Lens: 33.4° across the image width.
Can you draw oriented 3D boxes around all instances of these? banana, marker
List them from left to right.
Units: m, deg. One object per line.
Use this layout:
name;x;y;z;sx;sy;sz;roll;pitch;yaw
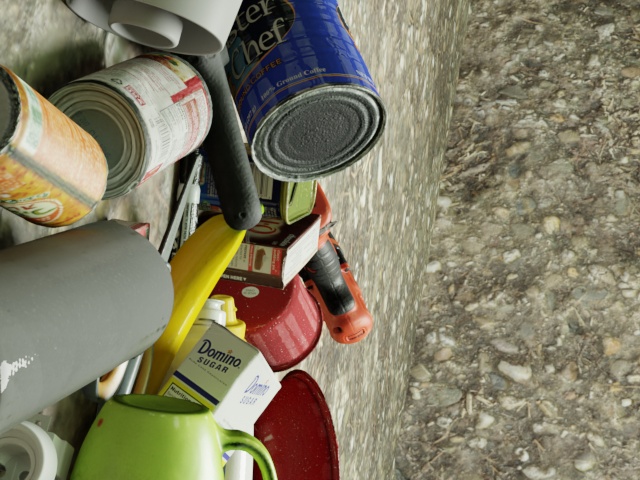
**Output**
banana;-0.105;0.055;0.728;0.197;0.037;0.070;-62;-171;-14
marker;-0.103;-0.011;0.809;0.020;0.020;0.121;-4;100;-78

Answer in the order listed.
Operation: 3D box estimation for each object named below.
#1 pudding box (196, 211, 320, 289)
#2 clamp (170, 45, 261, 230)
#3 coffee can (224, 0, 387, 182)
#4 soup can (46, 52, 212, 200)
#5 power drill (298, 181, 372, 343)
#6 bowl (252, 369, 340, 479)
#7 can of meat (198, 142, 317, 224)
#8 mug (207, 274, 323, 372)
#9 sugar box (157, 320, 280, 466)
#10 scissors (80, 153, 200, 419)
pudding box;-0.056;0.001;0.869;0.113;0.090;0.039;-52;148;-68
clamp;-0.078;-0.117;0.698;0.164;0.036;0.210;-115;-169;-58
coffee can;-0.021;-0.129;0.792;0.103;0.102;0.140;78;-7;-58
soup can;-0.110;-0.067;0.613;0.102;0.068;0.068;-53;148;-67
power drill;-0.013;-0.009;1.048;0.184;0.057;0.187;61;-1;37
bowl;-0.039;0.192;0.914;0.162;0.055;0.162;180;-90;-66
can of meat;-0.054;-0.050;0.864;0.102;0.084;0.057;-34;131;-75
mug;-0.054;0.050;0.946;0.081;0.093;0.117;67;1;-59
sugar box;-0.099;0.144;0.696;0.176;0.048;0.093;-55;162;-15
scissors;-0.108;0.023;0.651;0.096;0.016;0.201;65;35;-71
